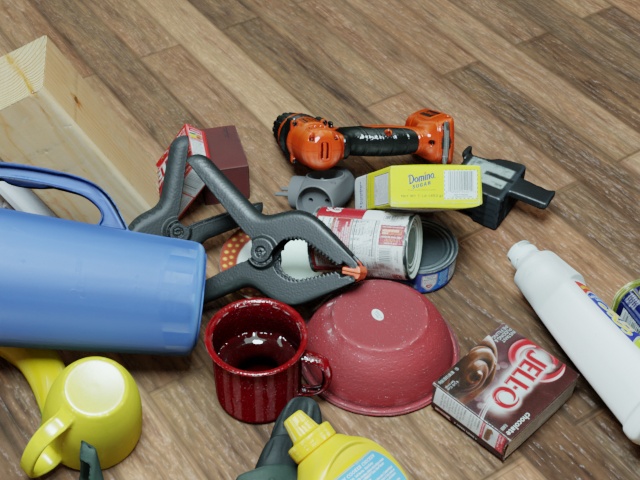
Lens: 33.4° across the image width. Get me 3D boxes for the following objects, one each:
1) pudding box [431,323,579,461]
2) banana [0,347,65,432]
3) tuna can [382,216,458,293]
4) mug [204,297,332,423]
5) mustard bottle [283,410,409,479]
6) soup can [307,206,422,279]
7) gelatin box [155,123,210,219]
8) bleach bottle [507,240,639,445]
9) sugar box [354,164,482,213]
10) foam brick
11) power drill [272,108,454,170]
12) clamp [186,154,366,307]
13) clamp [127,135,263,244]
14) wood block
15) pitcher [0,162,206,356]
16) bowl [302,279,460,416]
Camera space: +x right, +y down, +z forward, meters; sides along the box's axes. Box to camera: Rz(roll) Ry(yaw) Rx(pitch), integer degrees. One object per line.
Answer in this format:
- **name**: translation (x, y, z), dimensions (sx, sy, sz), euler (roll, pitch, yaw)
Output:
- **pudding box**: translation (0.171, 0.139, 0.992), dimensions (0.090, 0.039, 0.113), euler (35, 53, 29)
- **banana**: translation (-0.298, 0.108, 1.018), dimensions (0.198, 0.037, 0.069), euler (34, 51, 30)
- **tuna can**: translation (0.101, 0.015, 1.123), dimensions (0.086, 0.034, 0.086), euler (0, 44, -1)
- **mug**: translation (-0.046, 0.115, 0.982), dimensions (0.117, 0.081, 0.093), euler (9, 44, 8)
- **mustard bottle**: translation (0.036, 0.215, 0.844), dimensions (0.096, 0.058, 0.192), euler (-31, 77, -40)
- **soup can**: translation (0.045, 0.003, 1.067), dimensions (0.102, 0.068, 0.068), euler (5, 43, 19)
- **gelatin box**: translation (-0.156, -0.071, 1.172), dimensions (0.030, 0.089, 0.073), euler (21, 36, -32)
- **bleach bottle**: translation (0.255, 0.085, 1.013), dimensions (0.102, 0.068, 0.251), euler (23, 23, -45)
- **sugar box**: translation (0.096, -0.052, 1.104), dimensions (0.093, 0.048, 0.176), euler (0, 2, -10)
- **foam brick**: translation (-0.113, -0.086, 1.212), dimensions (0.053, 0.051, 0.078), euler (-9, 45, -11)
- **power drill**: translation (0.046, -0.118, 1.220), dimensions (0.187, 0.057, 0.184), euler (-5, 17, -14)
- **clamp**: translation (-0.057, 0.001, 1.047), dimensions (0.210, 0.164, 0.036), euler (5, 1, 17)
- **clamp**: translation (-0.154, -0.021, 1.100), dimensions (0.171, 0.039, 0.120), euler (-44, 101, -15)
- **wood block**: translation (-0.257, -0.095, 1.094), dimensions (0.090, 0.206, 0.091), euler (-23, 44, 13)
- **pitcher**: translation (-0.229, 0.031, 0.983), dimensions (0.242, 0.149, 0.145), euler (7, 36, -8)
- **bowl**: translation (0.056, 0.089, 1.031), dimensions (0.162, 0.055, 0.162), euler (0, 44, 0)
